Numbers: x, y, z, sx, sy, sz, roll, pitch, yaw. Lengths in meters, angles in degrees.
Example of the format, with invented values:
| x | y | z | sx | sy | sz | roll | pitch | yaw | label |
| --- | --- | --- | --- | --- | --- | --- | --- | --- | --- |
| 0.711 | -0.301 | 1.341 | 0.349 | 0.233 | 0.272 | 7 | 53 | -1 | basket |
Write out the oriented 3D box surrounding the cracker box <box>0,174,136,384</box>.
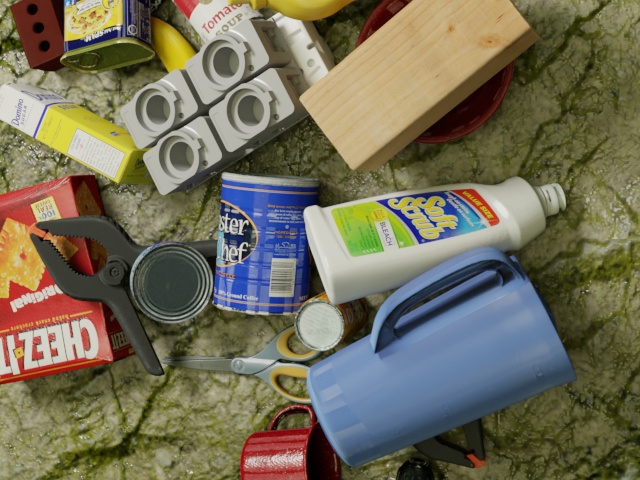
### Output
| x | y | z | sx | sy | sz | roll | pitch | yaw | label |
| --- | --- | --- | --- | --- | --- | --- | --- | --- | --- |
| -0.317 | 0.046 | 1.220 | 0.164 | 0.072 | 0.214 | -13 | 90 | 17 | cracker box |

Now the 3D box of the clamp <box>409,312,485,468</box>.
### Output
| x | y | z | sx | sy | sz | roll | pitch | yaw | label |
| --- | --- | --- | --- | --- | --- | --- | --- | --- | --- |
| 0.101 | 0.175 | 1.115 | 0.120 | 0.039 | 0.171 | -37 | 79 | 16 | clamp |

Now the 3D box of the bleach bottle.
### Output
| x | y | z | sx | sy | sz | roll | pitch | yaw | label |
| --- | --- | --- | --- | --- | --- | --- | --- | --- | --- |
| 0.117 | -0.016 | 1.056 | 0.250 | 0.068 | 0.102 | -16 | 52 | -5 | bleach bottle |

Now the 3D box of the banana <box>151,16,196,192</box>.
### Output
| x | y | z | sx | sy | sz | roll | pitch | yaw | label |
| --- | --- | --- | --- | --- | --- | --- | --- | --- | --- |
| -0.147 | -0.155 | 1.170 | 0.070 | 0.037 | 0.198 | -11 | 90 | 17 | banana |

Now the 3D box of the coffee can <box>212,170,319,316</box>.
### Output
| x | y | z | sx | sy | sz | roll | pitch | yaw | label |
| --- | --- | --- | --- | --- | --- | --- | --- | --- | --- |
| -0.057 | 0.001 | 1.119 | 0.103 | 0.102 | 0.140 | 7 | 96 | 17 | coffee can |

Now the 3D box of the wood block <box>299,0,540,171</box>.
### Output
| x | y | z | sx | sy | sz | roll | pitch | yaw | label |
| --- | --- | --- | --- | --- | --- | --- | --- | --- | --- |
| 0.094 | -0.163 | 1.007 | 0.206 | 0.090 | 0.090 | -39 | 82 | 16 | wood block |

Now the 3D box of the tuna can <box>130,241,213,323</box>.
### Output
| x | y | z | sx | sy | sz | roll | pitch | yaw | label |
| --- | --- | --- | --- | --- | --- | --- | --- | --- | --- |
| -0.159 | 0.044 | 1.135 | 0.086 | 0.034 | 0.086 | -1 | 96 | -15 | tuna can |

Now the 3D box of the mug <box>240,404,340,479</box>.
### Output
| x | y | z | sx | sy | sz | roll | pitch | yaw | label |
| --- | --- | --- | --- | --- | --- | --- | --- | --- | --- |
| -0.033 | 0.232 | 1.142 | 0.082 | 0.093 | 0.117 | -8 | 61 | 22 | mug |

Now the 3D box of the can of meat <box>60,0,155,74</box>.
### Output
| x | y | z | sx | sy | sz | roll | pitch | yaw | label |
| --- | --- | --- | --- | --- | --- | --- | --- | --- | --- |
| -0.232 | -0.236 | 1.159 | 0.102 | 0.057 | 0.084 | -9 | 76 | 26 | can of meat |

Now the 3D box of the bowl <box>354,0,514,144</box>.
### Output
| x | y | z | sx | sy | sz | roll | pitch | yaw | label |
| --- | --- | --- | --- | --- | --- | --- | --- | --- | --- |
| 0.118 | -0.178 | 1.076 | 0.162 | 0.055 | 0.162 | 1 | 94 | 17 | bowl |

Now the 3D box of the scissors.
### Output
| x | y | z | sx | sy | sz | roll | pitch | yaw | label |
| --- | --- | --- | --- | --- | --- | --- | --- | --- | --- |
| -0.077 | 0.121 | 1.179 | 0.202 | 0.016 | 0.096 | 17 | 97 | 16 | scissors |

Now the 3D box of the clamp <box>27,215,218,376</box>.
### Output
| x | y | z | sx | sy | sz | roll | pitch | yaw | label |
| --- | --- | --- | --- | --- | --- | --- | --- | --- | --- |
| -0.222 | 0.044 | 1.156 | 0.210 | 0.036 | 0.164 | 22 | 88 | -12 | clamp |

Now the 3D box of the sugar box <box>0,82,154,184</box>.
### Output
| x | y | z | sx | sy | sz | roll | pitch | yaw | label |
| --- | --- | --- | --- | --- | --- | --- | --- | --- | --- |
| -0.266 | -0.119 | 1.181 | 0.176 | 0.093 | 0.048 | 30 | 101 | 13 | sugar box |

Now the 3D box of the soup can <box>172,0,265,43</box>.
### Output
| x | y | z | sx | sy | sz | roll | pitch | yaw | label |
| --- | --- | --- | --- | --- | --- | --- | --- | --- | --- |
| -0.114 | -0.252 | 1.137 | 0.069 | 0.068 | 0.102 | -40 | 83 | 16 | soup can |

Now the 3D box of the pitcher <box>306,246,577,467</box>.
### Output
| x | y | z | sx | sy | sz | roll | pitch | yaw | label |
| --- | --- | --- | --- | --- | --- | --- | --- | --- | --- |
| 0.109 | 0.115 | 1.030 | 0.243 | 0.145 | 0.149 | -26 | 79 | 5 | pitcher |

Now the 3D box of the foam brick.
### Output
| x | y | z | sx | sy | sz | roll | pitch | yaw | label |
| --- | --- | --- | --- | --- | --- | --- | --- | --- | --- |
| -0.306 | -0.237 | 1.206 | 0.053 | 0.051 | 0.078 | -20 | 88 | 17 | foam brick |
